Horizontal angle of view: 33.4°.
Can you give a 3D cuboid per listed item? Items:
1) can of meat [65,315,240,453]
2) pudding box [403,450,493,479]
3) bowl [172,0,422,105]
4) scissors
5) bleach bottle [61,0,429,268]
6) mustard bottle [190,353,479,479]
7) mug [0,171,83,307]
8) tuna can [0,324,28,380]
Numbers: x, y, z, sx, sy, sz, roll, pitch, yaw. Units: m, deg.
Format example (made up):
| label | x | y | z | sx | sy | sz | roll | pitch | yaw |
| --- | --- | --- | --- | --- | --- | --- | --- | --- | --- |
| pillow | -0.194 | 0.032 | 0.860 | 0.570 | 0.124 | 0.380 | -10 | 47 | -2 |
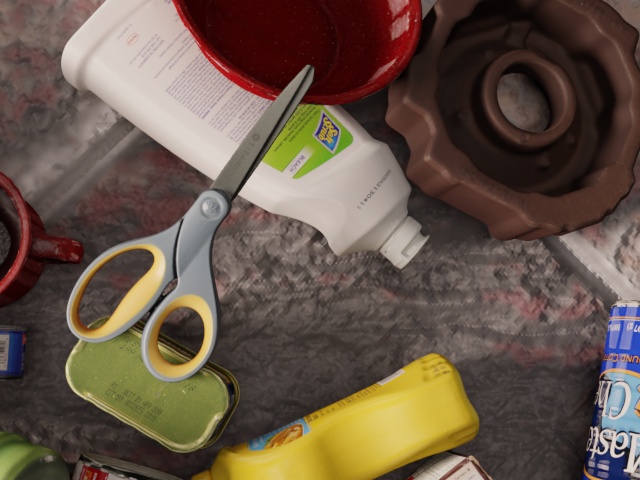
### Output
| label | x | y | z | sx | sy | sz | roll | pitch | yaw |
| --- | --- | --- | --- | --- | --- | --- | --- | --- | --- |
| can of meat | -0.102 | 0.088 | 0.659 | 0.102 | 0.084 | 0.057 | 30 | 82 | 1 |
| pudding box | 0.052 | 0.175 | 0.650 | 0.113 | 0.090 | 0.039 | -37 | 85 | -7 |
| bowl | -0.021 | -0.143 | 0.657 | 0.162 | 0.055 | 0.162 | 8 | 65 | -18 |
| scissors | -0.054 | 0.001 | 0.604 | 0.202 | 0.016 | 0.096 | -39 | 93 | 4 |
| bleach bottle | -0.039 | -0.066 | 0.691 | 0.251 | 0.068 | 0.102 | 40 | 76 | 1 |
| mustard bottle | -0.002 | 0.132 | 0.650 | 0.191 | 0.096 | 0.058 | -23 | 86 | -5 |
| mug | -0.206 | 0.002 | 0.667 | 0.117 | 0.081 | 0.093 | 3 | 83 | -2 |
| tuna can | -0.225 | 0.067 | 0.656 | 0.086 | 0.086 | 0.034 | 3 | 84 | -2 |
